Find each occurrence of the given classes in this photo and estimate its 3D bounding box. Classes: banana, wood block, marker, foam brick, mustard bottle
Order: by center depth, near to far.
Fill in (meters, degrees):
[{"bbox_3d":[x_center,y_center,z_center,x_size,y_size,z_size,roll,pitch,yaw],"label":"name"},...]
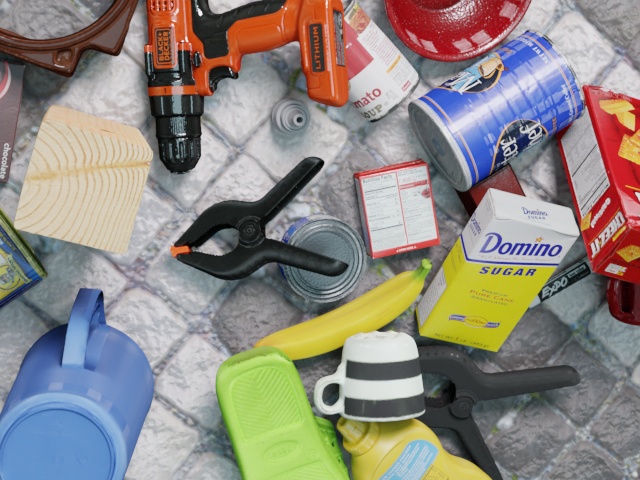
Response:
[{"bbox_3d":[-0.205,-0.059,0.923,0.090,0.206,0.090,15,96,-14],"label":"wood block"},{"bbox_3d":[0.026,0.076,1.078,0.198,0.037,0.069,-29,141,0],"label":"banana"},{"bbox_3d":[0.180,-0.037,1.092,0.051,0.053,0.078,-31,106,-5],"label":"foam brick"},{"bbox_3d":[0.089,0.236,1.096,0.191,0.058,0.096,40,91,-23],"label":"mustard bottle"},{"bbox_3d":[0.246,0.050,1.141,0.121,0.020,0.020,-30,105,-6],"label":"marker"}]

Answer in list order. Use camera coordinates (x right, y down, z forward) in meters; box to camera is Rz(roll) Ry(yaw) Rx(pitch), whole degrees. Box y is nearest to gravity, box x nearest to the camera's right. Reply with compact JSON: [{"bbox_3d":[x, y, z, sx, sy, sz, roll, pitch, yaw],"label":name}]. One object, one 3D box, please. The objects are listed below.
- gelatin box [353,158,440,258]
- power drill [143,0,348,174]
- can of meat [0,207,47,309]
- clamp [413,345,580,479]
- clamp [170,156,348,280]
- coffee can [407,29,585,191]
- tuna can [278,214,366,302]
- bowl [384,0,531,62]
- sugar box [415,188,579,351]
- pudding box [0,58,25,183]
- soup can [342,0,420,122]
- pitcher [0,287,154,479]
[{"bbox_3d":[0.077,-0.033,1.083,0.073,0.030,0.089,-12,103,-9],"label":"gelatin box"},{"bbox_3d":[-0.071,-0.155,0.976,0.188,0.057,0.184,-1,99,14],"label":"power drill"},{"bbox_3d":[-0.316,0.017,0.991,0.084,0.057,0.102,-36,106,-7],"label":"can of meat"},{"bbox_3d":[0.158,0.160,1.124,0.210,0.036,0.165,32,107,-13],"label":"clamp"},{"bbox_3d":[-0.057,0.001,1.031,0.171,0.039,0.120,-24,68,7],"label":"clamp"},{"bbox_3d":[0.172,-0.127,1.047,0.140,0.103,0.103,-32,106,-5],"label":"coffee can"},{"bbox_3d":[0.001,0.017,1.073,0.086,0.034,0.086,-2,101,-12],"label":"tuna can"},{"bbox_3d":[0.126,-0.257,1.025,0.162,0.055,0.162,-9,120,-16],"label":"bowl"},{"bbox_3d":[0.173,0.034,1.063,0.093,0.048,0.176,12,133,-16],"label":"sugar box"},{"bbox_3d":[-0.322,-0.114,0.973,0.090,0.039,0.113,8,99,-14],"label":"pudding box"},{"bbox_3d":[0.039,-0.172,1.028,0.068,0.068,0.102,-44,106,-2],"label":"soup can"},{"bbox_3d":[-0.217,0.147,0.941,0.145,0.243,0.149,-38,99,-2],"label":"pitcher"}]
